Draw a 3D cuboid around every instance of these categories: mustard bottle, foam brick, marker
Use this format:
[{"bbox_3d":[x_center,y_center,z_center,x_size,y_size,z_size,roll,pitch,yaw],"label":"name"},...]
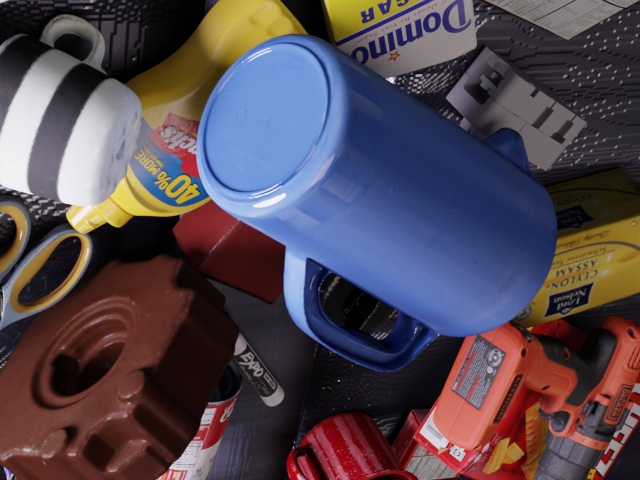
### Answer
[{"bbox_3d":[-0.084,-0.071,0.674,0.192,0.058,0.096,-39,135,6],"label":"mustard bottle"},{"bbox_3d":[-0.055,0.001,0.754,0.078,0.053,0.051,26,111,-42],"label":"foam brick"},{"bbox_3d":[-0.059,0.094,0.854,0.020,0.020,0.121,-32,135,-2],"label":"marker"}]

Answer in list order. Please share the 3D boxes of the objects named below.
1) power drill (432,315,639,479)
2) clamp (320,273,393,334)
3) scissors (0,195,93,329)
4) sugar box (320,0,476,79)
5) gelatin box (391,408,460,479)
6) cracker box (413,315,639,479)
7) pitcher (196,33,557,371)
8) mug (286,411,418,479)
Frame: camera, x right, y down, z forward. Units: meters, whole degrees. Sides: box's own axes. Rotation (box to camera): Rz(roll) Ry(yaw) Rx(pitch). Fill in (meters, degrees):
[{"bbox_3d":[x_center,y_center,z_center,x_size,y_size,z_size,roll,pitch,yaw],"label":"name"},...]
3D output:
[{"bbox_3d":[0.180,0.139,0.882,0.187,0.057,0.184,14,101,-41],"label":"power drill"},{"bbox_3d":[0.027,0.012,0.821,0.120,0.039,0.172,10,114,-27],"label":"clamp"},{"bbox_3d":[-0.235,0.051,0.687,0.201,0.016,0.096,-43,127,-13],"label":"scissors"},{"bbox_3d":[0.040,-0.176,0.640,0.093,0.048,0.176,-17,139,1],"label":"sugar box"},{"bbox_3d":[0.110,0.196,1.026,0.089,0.030,0.073,3,125,-35],"label":"gelatin box"},{"bbox_3d":[0.211,0.159,0.998,0.213,0.072,0.164,29,94,-41],"label":"cracker box"},{"bbox_3d":[0.034,-0.020,0.663,0.145,0.149,0.242,-24,150,29],"label":"pitcher"},{"bbox_3d":[0.020,0.207,0.949,0.117,0.081,0.093,9,122,-34],"label":"mug"}]
